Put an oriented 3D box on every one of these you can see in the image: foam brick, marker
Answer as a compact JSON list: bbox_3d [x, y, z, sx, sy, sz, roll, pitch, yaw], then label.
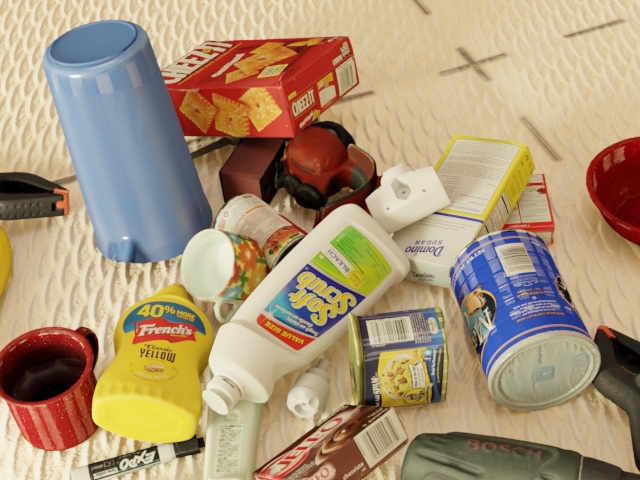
[{"bbox_3d":[-0.075,-0.078,1.218,0.051,0.053,0.078,12,48,18],"label":"foam brick"},{"bbox_3d":[-0.164,0.198,0.963,0.121,0.020,0.020,-15,44,-9],"label":"marker"}]

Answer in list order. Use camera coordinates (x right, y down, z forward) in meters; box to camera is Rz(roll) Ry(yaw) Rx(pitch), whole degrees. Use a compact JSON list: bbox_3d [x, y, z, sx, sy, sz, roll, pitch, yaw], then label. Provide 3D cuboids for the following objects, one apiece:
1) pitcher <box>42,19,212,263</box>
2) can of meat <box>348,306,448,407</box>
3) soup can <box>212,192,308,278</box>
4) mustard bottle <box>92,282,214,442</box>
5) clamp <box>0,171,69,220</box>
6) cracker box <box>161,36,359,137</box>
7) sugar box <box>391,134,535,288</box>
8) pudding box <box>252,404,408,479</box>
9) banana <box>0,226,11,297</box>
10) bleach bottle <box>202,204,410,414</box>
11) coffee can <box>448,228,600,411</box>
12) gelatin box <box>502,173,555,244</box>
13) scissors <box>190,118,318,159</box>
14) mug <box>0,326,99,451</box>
[{"bbox_3d":[-0.202,-0.109,1.127,0.144,0.243,0.149,-26,41,-18],"label":"pitcher"},{"bbox_3d":[0.071,0.109,0.973,0.084,0.102,0.057,-6,44,-3],"label":"can of meat"},{"bbox_3d":[-0.057,0.001,1.122,0.068,0.068,0.102,-34,50,-26],"label":"soup can"},{"bbox_3d":[-0.152,0.105,1.020,0.096,0.058,0.191,9,35,-3],"label":"mustard bottle"},{"bbox_3d":[-0.392,-0.052,1.218,0.210,0.036,0.164,10,27,12],"label":"clamp"},{"bbox_3d":[-0.086,-0.185,1.265,0.214,0.072,0.164,5,32,31],"label":"cracker box"},{"bbox_3d":[0.147,-0.031,1.120,0.093,0.048,0.176,12,59,37],"label":"sugar box"},{"bbox_3d":[0.008,0.185,0.913,0.113,0.039,0.090,-31,8,-26],"label":"pudding box"},{"bbox_3d":[-0.366,0.044,1.133,0.070,0.037,0.197,4,44,10],"label":"banana"},{"bbox_3d":[-0.019,0.075,1.015,0.102,0.068,0.250,48,54,-8],"label":"bleach bottle"},{"bbox_3d":[0.187,0.073,0.995,0.102,0.103,0.140,-10,44,-4],"label":"coffee can"},{"bbox_3d":[0.211,-0.033,1.156,0.073,0.030,0.089,-3,44,5],"label":"gelatin box"},{"bbox_3d":[-0.084,-0.122,1.291,0.096,0.016,0.201,29,54,31],"label":"scissors"},{"bbox_3d":[-0.243,0.133,0.996,0.093,0.081,0.117,13,47,18],"label":"mug"}]
